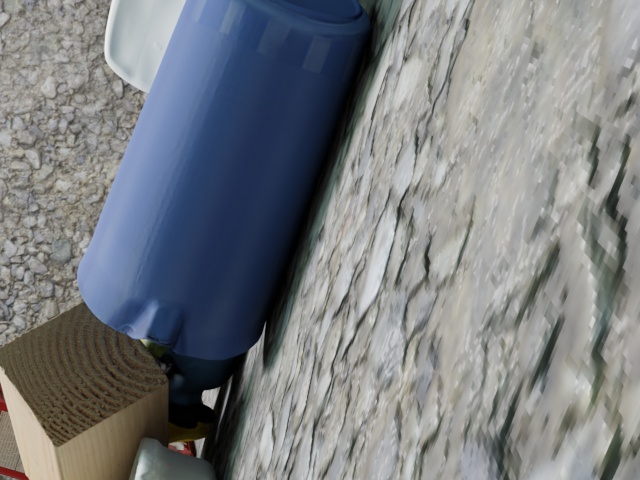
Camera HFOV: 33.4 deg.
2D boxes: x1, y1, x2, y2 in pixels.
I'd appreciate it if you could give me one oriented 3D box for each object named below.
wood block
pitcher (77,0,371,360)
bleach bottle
[{"bbox_3d":[-0.176,0.143,0.811,0.090,0.090,0.206,-30,-25,-25],"label":"wood block"},{"bbox_3d":[-0.060,-0.058,0.689,0.149,0.144,0.243,44,123,33],"label":"pitcher"},{"bbox_3d":[-0.053,-0.180,0.796,0.250,0.068,0.103,-33,-29,-55],"label":"bleach bottle"}]
